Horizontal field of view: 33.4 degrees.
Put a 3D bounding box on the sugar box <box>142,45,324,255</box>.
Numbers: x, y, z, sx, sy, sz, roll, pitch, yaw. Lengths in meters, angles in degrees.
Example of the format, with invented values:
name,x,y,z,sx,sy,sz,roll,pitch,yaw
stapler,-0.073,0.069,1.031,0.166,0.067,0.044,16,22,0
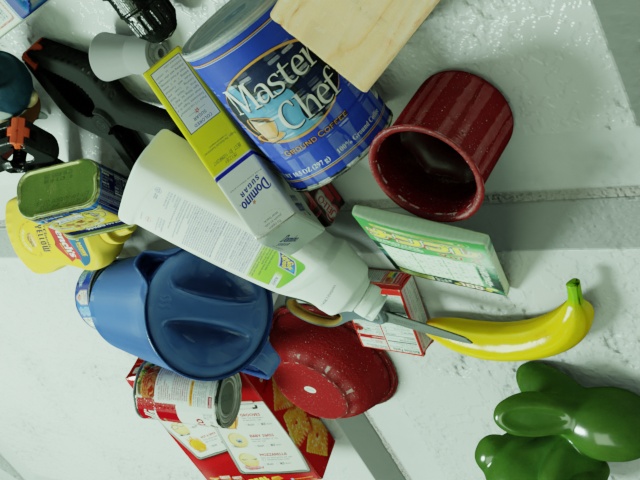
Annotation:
name,x,y,z,sx,sy,sz,roll,pitch,yaw
sugar box,-0.071,-0.072,0.887,0.176,0.048,0.093,57,-171,15

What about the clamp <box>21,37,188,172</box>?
name,x,y,z,sx,sy,sz,roll,pitch,yaw
clamp,-0.193,-0.123,1.021,0.210,0.036,0.165,43,148,-7

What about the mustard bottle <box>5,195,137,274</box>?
name,x,y,z,sx,sy,sz,roll,pitch,yaw
mustard bottle,-0.273,-0.013,1.196,0.192,0.058,0.096,-4,109,40

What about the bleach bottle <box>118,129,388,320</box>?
name,x,y,z,sx,sy,sz,roll,pitch,yaw
bleach bottle,-0.056,0.001,0.969,0.251,0.068,0.103,31,143,0

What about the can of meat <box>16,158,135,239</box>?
name,x,y,z,sx,sy,sz,roll,pitch,yaw
can of meat,-0.247,-0.043,1.094,0.102,0.057,0.083,-12,164,20

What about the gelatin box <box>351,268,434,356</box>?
name,x,y,z,sx,sy,sz,roll,pitch,yaw
gelatin box,0.065,0.069,1.043,0.073,0.030,0.089,5,132,36

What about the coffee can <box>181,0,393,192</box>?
name,x,y,z,sx,sy,sz,roll,pitch,yaw
coffee can,-0.025,-0.123,0.830,0.103,0.102,0.140,-14,123,47

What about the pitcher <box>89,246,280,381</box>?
name,x,y,z,sx,sy,sz,roll,pitch,yaw
pitcher,-0.150,0.076,1.113,0.243,0.144,0.149,-3,95,63

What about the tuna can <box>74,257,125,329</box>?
name,x,y,z,sx,sy,sz,roll,pitch,yaw
tuna can,-0.242,0.064,1.241,0.034,0.086,0.086,-5,129,45

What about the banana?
name,x,y,z,sx,sy,sz,roll,pitch,yaw
banana,0.178,0.079,0.962,0.198,0.037,0.069,-24,102,50

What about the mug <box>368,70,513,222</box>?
name,x,y,z,sx,sy,sz,roll,pitch,yaw
mug,0.096,-0.066,0.815,0.093,0.081,0.117,18,142,22

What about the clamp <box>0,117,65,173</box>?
name,x,y,z,sx,sy,sz,roll,pitch,yaw
clamp,-0.299,-0.086,1.095,0.120,0.039,0.172,-1,172,-24

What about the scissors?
name,x,y,z,sx,sy,sz,roll,pitch,yaw
scissors,0.042,0.054,1.006,0.202,0.016,0.096,2,129,38

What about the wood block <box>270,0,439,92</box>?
name,x,y,z,sx,sy,sz,roll,pitch,yaw
wood block,0.059,-0.201,0.680,0.090,0.090,0.206,38,145,-3

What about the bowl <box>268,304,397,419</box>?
name,x,y,z,sx,sy,sz,roll,pitch,yaw
bowl,0.001,0.145,1.165,0.162,0.055,0.162,22,142,18

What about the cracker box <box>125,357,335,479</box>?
name,x,y,z,sx,sy,sz,roll,pitch,yaw
cracker box,-0.105,0.204,1.285,0.164,0.072,0.213,-14,123,30

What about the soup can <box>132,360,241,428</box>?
name,x,y,z,sx,sy,sz,roll,pitch,yaw
soup can,-0.145,0.168,1.172,0.102,0.068,0.068,4,136,19
